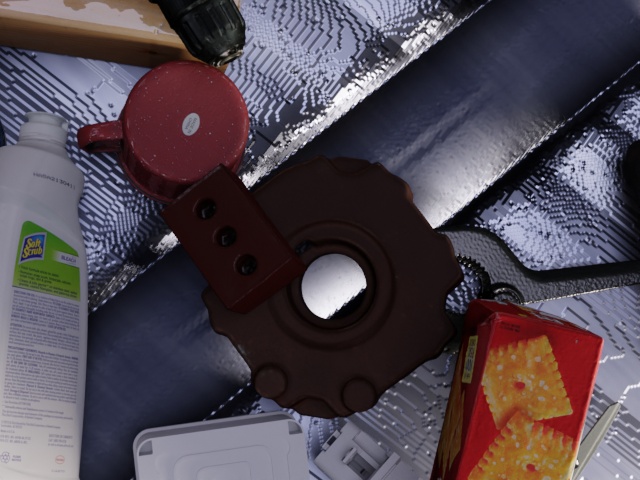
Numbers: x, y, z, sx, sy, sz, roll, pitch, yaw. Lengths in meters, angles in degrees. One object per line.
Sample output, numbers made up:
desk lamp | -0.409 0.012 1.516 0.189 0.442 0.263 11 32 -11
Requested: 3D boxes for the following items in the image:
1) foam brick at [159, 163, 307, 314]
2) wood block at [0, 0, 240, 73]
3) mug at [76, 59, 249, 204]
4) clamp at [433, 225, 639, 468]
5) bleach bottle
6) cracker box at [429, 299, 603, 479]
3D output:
foam brick | -0.054 0.001 0.675 0.053 0.051 0.078 -38 79 2
wood block | -0.158 -0.173 0.707 0.206 0.091 0.090 7 85 -10
mug | -0.103 -0.073 0.714 0.117 0.081 0.093 -2 86 -10
clamp | 0.136 0.042 0.771 0.210 0.036 0.164 34 78 -3
bleach bottle | -0.189 0.043 0.693 0.068 0.102 0.251 -2 77 30
cracker box | 0.105 0.147 0.665 0.072 0.164 0.214 14 92 4
